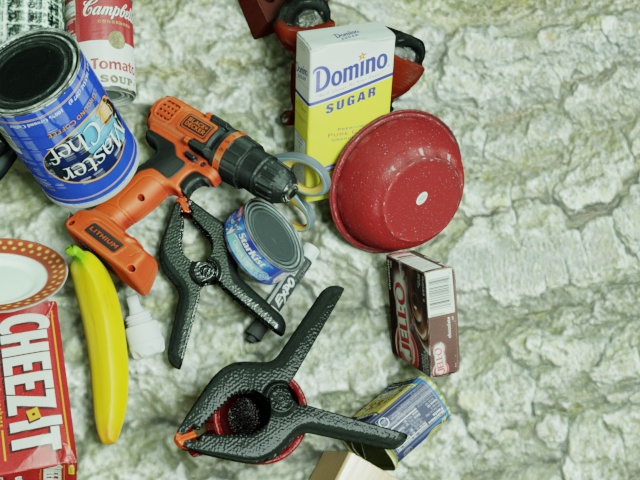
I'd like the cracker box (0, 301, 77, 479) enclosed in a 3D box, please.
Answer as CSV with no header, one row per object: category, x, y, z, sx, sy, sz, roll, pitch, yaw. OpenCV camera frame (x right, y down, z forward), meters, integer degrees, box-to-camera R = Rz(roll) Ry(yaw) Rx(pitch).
cracker box,-0.332,0.147,0.944,0.213,0.072,0.164,-6,61,-17

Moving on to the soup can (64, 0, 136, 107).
soup can,-0.220,-0.190,1.067,0.068,0.069,0.102,-1,81,-18

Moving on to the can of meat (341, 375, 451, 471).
can of meat,0.074,0.183,1.073,0.083,0.102,0.057,-37,91,-22

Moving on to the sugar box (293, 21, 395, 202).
sugar box,0.022,-0.130,1.088,0.093,0.176,0.048,-12,39,-19

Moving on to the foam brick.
foam brick,-0.041,-0.258,1.143,0.078,0.051,0.053,-24,87,-19

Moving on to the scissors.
scissors,-0.067,-0.095,1.092,0.201,0.096,0.016,49,39,-6

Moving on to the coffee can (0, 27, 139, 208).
coffee can,-0.240,-0.110,0.985,0.103,0.140,0.103,-8,55,11

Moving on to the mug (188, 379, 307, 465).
mug,-0.077,0.177,1.037,0.117,0.082,0.093,-31,90,-20

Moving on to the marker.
marker,-0.040,0.055,1.103,0.020,0.020,0.121,36,72,-8

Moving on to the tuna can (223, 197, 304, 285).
tuna can,-0.057,0.001,1.076,0.086,0.034,0.086,39,31,-30

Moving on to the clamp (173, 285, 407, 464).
clamp,-0.038,0.137,0.991,0.209,0.036,0.164,-13,76,-15

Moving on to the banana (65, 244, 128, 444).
banana,-0.212,0.093,1.017,0.037,0.069,0.198,-5,103,19

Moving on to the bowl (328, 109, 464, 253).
bowl,0.092,-0.051,1.102,0.161,0.055,0.162,-12,118,-24

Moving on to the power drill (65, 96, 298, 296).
power drill,-0.138,-0.039,1.036,0.185,0.057,0.187,31,70,27

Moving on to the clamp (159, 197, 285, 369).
clamp,-0.104,0.037,1.071,0.120,0.039,0.171,-7,80,-15

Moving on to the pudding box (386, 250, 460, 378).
pudding box,0.104,0.074,1.090,0.039,0.090,0.113,-8,104,-22
